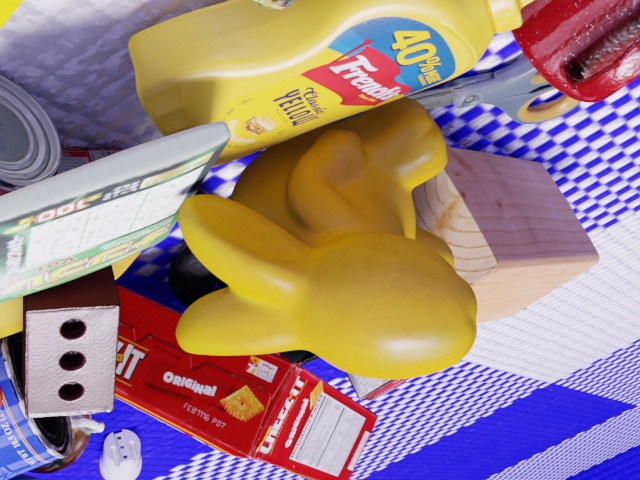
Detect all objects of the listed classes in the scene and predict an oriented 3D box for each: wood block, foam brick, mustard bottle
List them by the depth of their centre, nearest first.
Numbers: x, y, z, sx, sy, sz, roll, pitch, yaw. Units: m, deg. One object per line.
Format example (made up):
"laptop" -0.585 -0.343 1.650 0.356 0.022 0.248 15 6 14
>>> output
"mustard bottle" 0.015 -0.094 0.497 0.192 0.058 0.096 -19 157 11
"foam brick" -0.147 0.056 0.621 0.053 0.051 0.078 -2 121 -17
"wood block" 0.103 0.001 0.722 0.091 0.090 0.205 -36 163 25

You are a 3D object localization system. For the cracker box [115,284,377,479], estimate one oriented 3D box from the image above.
"cracker box" -0.068 0.106 0.754 0.072 0.164 0.213 -65 157 -9

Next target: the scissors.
"scissors" 0.097 -0.085 0.670 0.201 0.016 0.096 -20 157 -5

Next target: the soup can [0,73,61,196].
"soup can" -0.176 -0.024 0.496 0.102 0.068 0.068 -37 152 30

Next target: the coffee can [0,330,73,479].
"coffee can" -0.248 0.120 0.699 0.140 0.103 0.103 -22 157 -2

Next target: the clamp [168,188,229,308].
"clamp" -0.055 0.001 0.694 0.164 0.036 0.210 -7 153 -34
